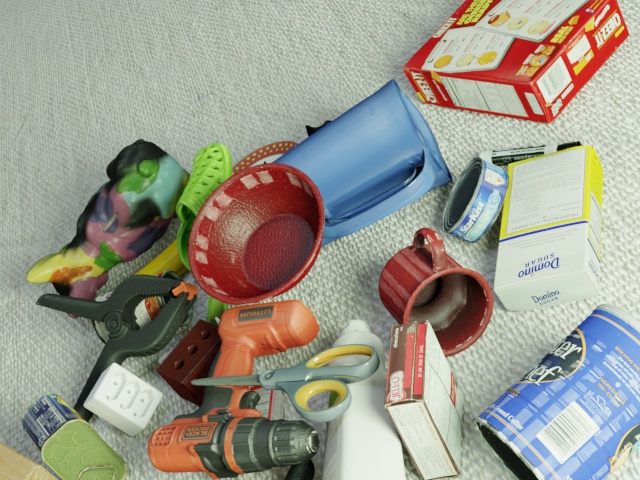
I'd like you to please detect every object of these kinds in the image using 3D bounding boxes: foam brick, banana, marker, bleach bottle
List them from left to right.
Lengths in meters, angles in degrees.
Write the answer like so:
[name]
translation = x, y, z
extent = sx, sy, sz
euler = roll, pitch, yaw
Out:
[banana]
translation = -0.203, 0.033, 1.352
extent = 0.197, 0.037, 0.070
euler = -38, 35, -5
[foam brick]
translation = -0.126, 0.133, 1.155
extent = 0.053, 0.051, 0.078
euler = 16, 58, 48
[bleach bottle]
translation = 0.035, 0.161, 0.952
extent = 0.068, 0.103, 0.251
euler = 12, 38, -9
[marker]
translation = 0.230, -0.094, 1.162
extent = 0.121, 0.020, 0.020
euler = -3, 45, 37

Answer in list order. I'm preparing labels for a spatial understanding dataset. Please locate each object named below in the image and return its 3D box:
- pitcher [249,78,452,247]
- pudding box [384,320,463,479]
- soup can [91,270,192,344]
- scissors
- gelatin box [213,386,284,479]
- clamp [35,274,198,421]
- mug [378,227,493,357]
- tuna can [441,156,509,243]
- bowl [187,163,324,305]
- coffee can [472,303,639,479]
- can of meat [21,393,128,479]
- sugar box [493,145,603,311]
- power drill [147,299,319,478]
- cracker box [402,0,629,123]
[pitcher]
translation = 0.019, -0.062, 1.207
extent = 0.243, 0.149, 0.145
euler = -31, 78, 12
[pudding box]
translation = 0.090, 0.138, 0.917
extent = 0.039, 0.113, 0.090
euler = -12, 40, 21
[soup can]
translation = -0.213, 0.083, 1.272
extent = 0.102, 0.068, 0.068
euler = -19, 37, 20
[scissors]
translation = -0.042, 0.137, 0.959
extent = 0.202, 0.016, 0.096
euler = -16, 30, 21
[gelatin box]
translation = -0.075, 0.189, 1.065
extent = 0.073, 0.030, 0.089
euler = -20, 36, 18
[clamp]
translation = -0.235, 0.091, 1.222
extent = 0.210, 0.036, 0.165
euler = -35, 68, 16
[mug]
translation = 0.105, 0.043, 1.023
extent = 0.093, 0.117, 0.082
euler = -16, 27, -14
[tuna can]
translation = 0.160, -0.041, 1.106
extent = 0.086, 0.033, 0.086
euler = -157, 91, -80
[bowl]
translation = -0.057, 0.001, 1.122
extent = 0.162, 0.055, 0.162
euler = -13, 61, 23
[coffee can]
translation = 0.205, 0.133, 0.837
extent = 0.140, 0.102, 0.103
euler = -40, 35, -8
[can of meat]
translation = -0.261, 0.216, 1.125
extent = 0.057, 0.102, 0.084
euler = -44, 33, -13
[sugar box]
translation = 0.226, -0.013, 1.047
extent = 0.093, 0.048, 0.176
euler = -14, 43, 30
[power drill]
translation = -0.063, 0.143, 1.034
extent = 0.185, 0.057, 0.187
euler = -8, 39, 30
[cracker box]
translation = 0.230, -0.225, 1.274
extent = 0.164, 0.072, 0.214
euler = -47, 36, -19
